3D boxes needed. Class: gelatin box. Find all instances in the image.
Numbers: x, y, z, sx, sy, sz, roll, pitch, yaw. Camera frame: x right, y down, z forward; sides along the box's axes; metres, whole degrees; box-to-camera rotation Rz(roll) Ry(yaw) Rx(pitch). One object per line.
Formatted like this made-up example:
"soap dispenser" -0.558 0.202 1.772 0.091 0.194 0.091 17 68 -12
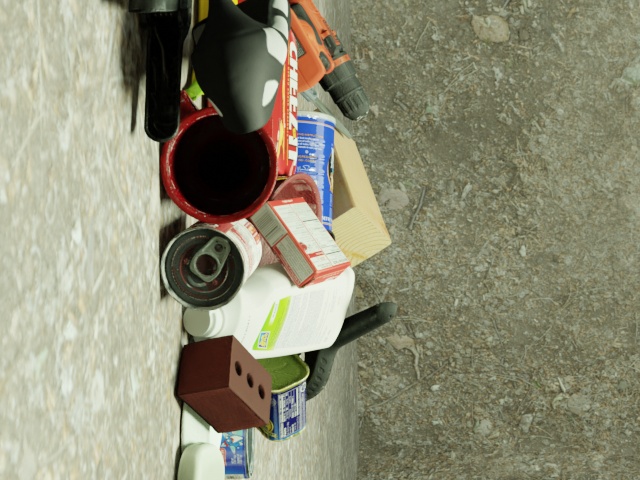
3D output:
"gelatin box" -0.019 0.002 1.045 0.089 0.030 0.073 55 26 12

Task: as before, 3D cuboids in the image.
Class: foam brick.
"foam brick" -0.083 0.126 0.932 0.078 0.051 0.053 53 31 -47

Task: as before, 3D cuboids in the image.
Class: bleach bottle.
"bleach bottle" -0.052 0.063 1.034 0.250 0.068 0.102 3 103 -65

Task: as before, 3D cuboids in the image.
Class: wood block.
"wood block" 0.010 -0.067 1.404 0.090 0.090 0.206 44 21 -42

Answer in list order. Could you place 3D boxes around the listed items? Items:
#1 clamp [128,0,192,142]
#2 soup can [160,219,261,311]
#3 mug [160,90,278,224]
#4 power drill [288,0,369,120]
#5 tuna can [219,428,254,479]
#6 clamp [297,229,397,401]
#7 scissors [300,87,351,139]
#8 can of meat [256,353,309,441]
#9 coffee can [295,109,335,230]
"clamp" -0.111 -0.169 0.760 0.120 0.039 0.171 101 -11 -53
"soup can" -0.088 0.015 0.889 0.102 0.068 0.068 -62 152 -79
"mug" -0.086 -0.072 0.876 0.117 0.093 0.081 54 3 -3
"power drill" -0.009 -0.226 1.333 0.184 0.057 0.187 57 16 -1
"tuna can" -0.087 0.200 1.088 0.086 0.034 0.086 0 89 -88
"clamp" 0.000 0.110 1.183 0.165 0.036 0.210 40 -72 52
"scissors" -0.023 -0.210 1.386 0.201 0.016 0.096 31 40 -51
"can of meat" -0.056 0.154 1.143 0.102 0.057 0.084 42 -36 41
"coffee can" -0.035 -0.077 1.268 0.103 0.103 0.140 44 47 -83
